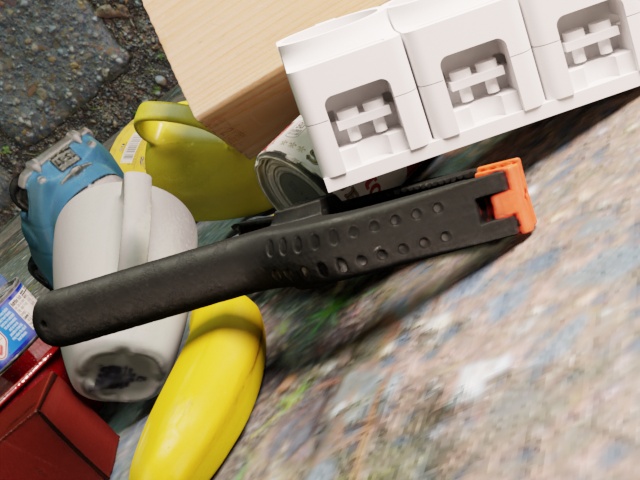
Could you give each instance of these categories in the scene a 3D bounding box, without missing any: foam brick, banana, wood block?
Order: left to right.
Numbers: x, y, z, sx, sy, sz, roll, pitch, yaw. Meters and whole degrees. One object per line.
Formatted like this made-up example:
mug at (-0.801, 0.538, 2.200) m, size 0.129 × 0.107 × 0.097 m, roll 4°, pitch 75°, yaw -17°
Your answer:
foam brick at (-0.149, 0.115, 0.537) m, size 0.078 × 0.051 × 0.053 m, roll -39°, pitch 15°, yaw 6°
banana at (-0.054, 0.062, 0.484) m, size 0.070 × 0.037 × 0.197 m, roll -35°, pitch 15°, yaw 21°
wood block at (0.013, -0.145, 0.631) m, size 0.206 × 0.091 × 0.090 m, roll -29°, pitch -20°, yaw 11°

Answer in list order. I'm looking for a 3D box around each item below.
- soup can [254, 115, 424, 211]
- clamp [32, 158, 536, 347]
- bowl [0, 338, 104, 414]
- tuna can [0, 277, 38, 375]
soup can at (0.021, -0.054, 0.579) m, size 0.102 × 0.068 × 0.069 m, roll -46°, pitch 15°, yaw -22°
clamp at (-0.002, -0.001, 0.476) m, size 0.210 × 0.036 × 0.164 m, roll -14°, pitch 6°, yaw 28°
bowl at (-0.182, 0.104, 0.646) m, size 0.162 × 0.055 × 0.162 m, roll -38°, pitch 14°, yaw 11°
tuna can at (-0.205, 0.063, 0.647) m, size 0.086 × 0.033 × 0.086 m, roll -38°, pitch 14°, yaw 10°
